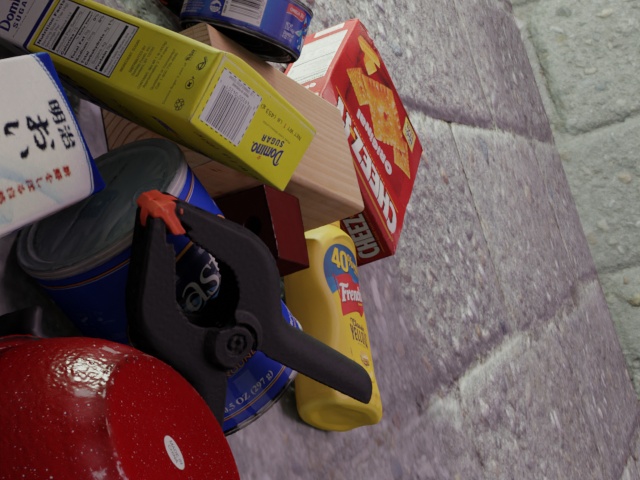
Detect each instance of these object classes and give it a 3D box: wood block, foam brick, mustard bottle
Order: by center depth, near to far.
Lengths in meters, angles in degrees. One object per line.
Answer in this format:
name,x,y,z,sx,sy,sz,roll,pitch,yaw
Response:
foam brick,-0.055,0.001,0.726,0.051,0.078,0.053,23,53,-65
wood block,-0.056,-0.066,0.760,0.205,0.090,0.091,19,56,-63
mustard bottle,0.004,0.051,0.857,0.096,0.058,0.191,38,39,-57

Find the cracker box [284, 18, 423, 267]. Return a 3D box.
cracker box,0.027,-0.096,1.013,0.164,0.072,0.213,62,24,-23

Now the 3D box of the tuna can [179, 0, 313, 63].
tuna can,-0.050,-0.147,0.711,0.086,0.086,0.034,20,86,-64

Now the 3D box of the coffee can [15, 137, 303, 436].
coffee can,-0.085,0.029,0.593,0.140,0.103,0.102,58,25,-33

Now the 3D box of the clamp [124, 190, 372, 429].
clamp,-0.039,0.047,0.540,0.120,0.039,0.171,-27,118,-26

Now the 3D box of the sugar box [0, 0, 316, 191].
sugar box,-0.097,-0.088,0.586,0.093,0.176,0.048,37,79,-54

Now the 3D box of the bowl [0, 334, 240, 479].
bowl,-0.080,0.100,0.445,0.162,0.055,0.162,51,19,-25
